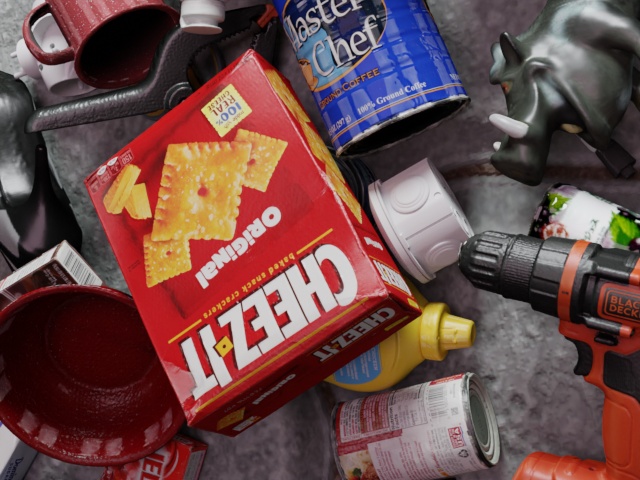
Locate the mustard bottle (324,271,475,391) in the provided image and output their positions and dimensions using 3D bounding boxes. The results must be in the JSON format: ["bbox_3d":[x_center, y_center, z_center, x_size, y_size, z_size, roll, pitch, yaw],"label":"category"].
[{"bbox_3d":[0.018,0.061,0.778,0.192,0.058,0.096,3,104,23],"label":"mustard bottle"}]

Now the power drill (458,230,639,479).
[{"bbox_3d":[0.168,0.092,0.684,0.185,0.057,0.188,14,112,27],"label":"power drill"}]

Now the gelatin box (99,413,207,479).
[{"bbox_3d":[-0.138,0.192,0.852,0.073,0.030,0.089,18,94,23],"label":"gelatin box"}]

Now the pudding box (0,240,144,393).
[{"bbox_3d":[-0.206,0.067,0.857,0.090,0.039,0.113,-30,110,18],"label":"pudding box"}]

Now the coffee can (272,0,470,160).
[{"bbox_3d":[0.032,-0.141,0.755,0.103,0.102,0.140,-24,84,20],"label":"coffee can"}]

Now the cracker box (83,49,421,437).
[{"bbox_3d":[-0.055,0.001,0.739,0.164,0.072,0.214,-35,63,14],"label":"cracker box"}]

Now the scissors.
[{"bbox_3d":[-0.154,-0.183,0.894,0.096,0.016,0.202,-45,71,14],"label":"scissors"}]

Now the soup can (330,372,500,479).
[{"bbox_3d":[0.067,0.135,0.748,0.102,0.068,0.068,-17,80,21],"label":"soup can"}]

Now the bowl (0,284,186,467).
[{"bbox_3d":[-0.173,0.092,0.814,0.162,0.055,0.162,1,117,2],"label":"bowl"}]

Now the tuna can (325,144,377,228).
[{"bbox_3d":[0.000,-0.030,0.807,0.086,0.033,0.086,-2,85,23],"label":"tuna can"}]

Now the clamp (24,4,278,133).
[{"bbox_3d":[-0.116,-0.109,0.832,0.164,0.036,0.210,35,96,-14],"label":"clamp"}]

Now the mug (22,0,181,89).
[{"bbox_3d":[-0.177,-0.175,0.839,0.117,0.093,0.081,-26,68,-14],"label":"mug"}]
